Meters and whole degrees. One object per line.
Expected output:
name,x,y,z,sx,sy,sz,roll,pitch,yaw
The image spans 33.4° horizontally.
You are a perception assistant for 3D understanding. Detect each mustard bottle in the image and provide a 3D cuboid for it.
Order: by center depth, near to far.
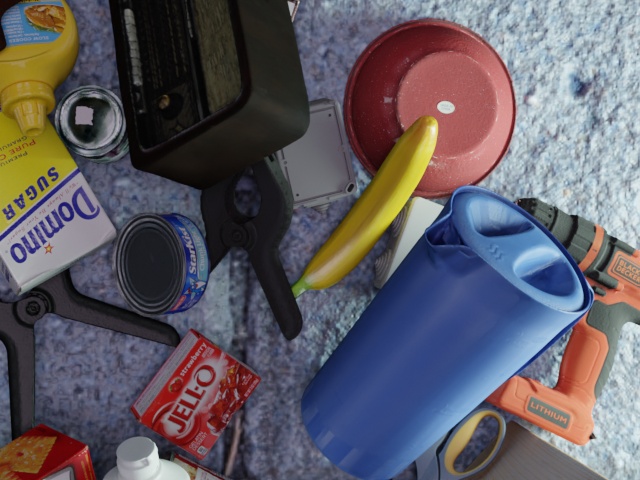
mustard bottle,-0.240,-0.169,0.834,0.096,0.058,0.191,-11,70,-13

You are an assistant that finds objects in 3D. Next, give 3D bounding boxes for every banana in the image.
banana,0.044,-0.024,0.906,0.037,0.069,0.198,38,108,4

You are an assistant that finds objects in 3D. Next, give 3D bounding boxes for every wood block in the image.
wood block,0.195,0.231,0.885,0.090,0.206,0.091,44,85,-9

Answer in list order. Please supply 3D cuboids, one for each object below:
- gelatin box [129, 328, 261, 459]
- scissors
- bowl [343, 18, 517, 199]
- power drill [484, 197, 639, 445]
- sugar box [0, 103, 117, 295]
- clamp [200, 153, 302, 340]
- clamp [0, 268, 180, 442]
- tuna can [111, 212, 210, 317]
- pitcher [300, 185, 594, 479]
gelatin box,-0.106,0.131,0.908,0.073,0.030,0.089,39,85,-29
scissors,0.078,0.213,0.940,0.201,0.016,0.096,-44,73,-8
bowl,0.103,-0.116,0.932,0.162,0.055,0.162,0,93,-9
power drill,0.216,0.074,0.958,0.184,0.057,0.187,28,88,-10
sugar box,-0.249,-0.054,0.860,0.093,0.048,0.176,-32,89,-23
clamp,-0.056,0.001,0.885,0.120,0.039,0.171,18,109,5
clamp,-0.243,0.067,0.886,0.164,0.036,0.210,-45,98,-14
tuna can,-0.132,0.019,0.883,0.033,0.086,0.086,-4,94,-52
pitcher,0.099,0.086,0.864,0.149,0.144,0.243,40,119,3
